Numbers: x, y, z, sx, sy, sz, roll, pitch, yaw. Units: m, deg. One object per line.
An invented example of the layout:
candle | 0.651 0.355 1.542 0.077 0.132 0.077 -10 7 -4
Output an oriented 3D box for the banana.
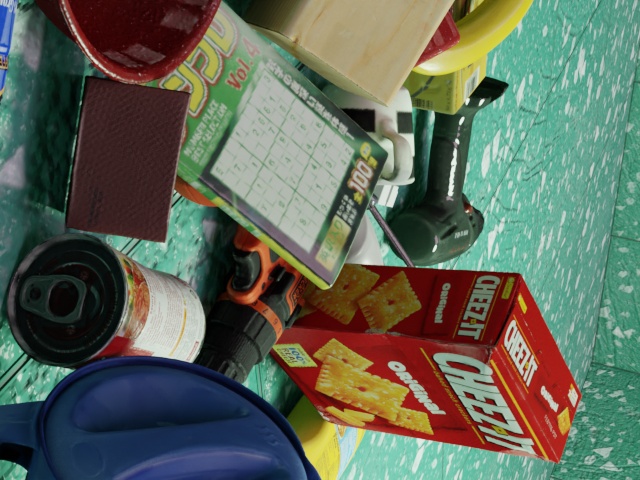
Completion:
banana | 0.131 -0.188 0.923 0.197 0.037 0.070 -30 136 -31

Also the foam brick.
foam brick | -0.100 -0.043 0.549 0.051 0.053 0.078 -140 -119 -74

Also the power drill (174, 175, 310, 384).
power drill | -0.055 0.001 0.717 0.187 0.057 0.184 82 29 -47

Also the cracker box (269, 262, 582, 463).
cracker box | 0.071 0.092 0.820 0.164 0.214 0.072 55 50 -42

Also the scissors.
scissors | 0.024 -0.048 0.794 0.201 0.016 0.096 53 9 -33

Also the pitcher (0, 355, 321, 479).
pitcher | -0.114 0.185 0.535 0.144 0.149 0.243 -17 137 -53

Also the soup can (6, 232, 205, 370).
soup can | -0.111 0.040 0.575 0.102 0.069 0.068 36 69 -68

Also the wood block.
wood block | 0.048 -0.202 0.681 0.090 0.091 0.206 30 94 -26

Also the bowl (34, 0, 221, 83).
bowl | -0.098 -0.158 0.502 0.162 0.055 0.162 14 90 -69
